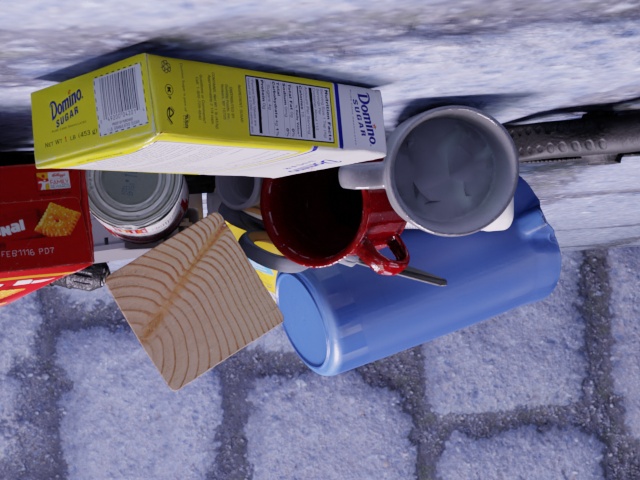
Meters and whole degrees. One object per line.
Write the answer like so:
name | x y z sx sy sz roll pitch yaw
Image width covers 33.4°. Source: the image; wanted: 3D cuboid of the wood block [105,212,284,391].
wood block | -0.096 0.040 0.803 0.090 0.090 0.206 -32 -176 -6

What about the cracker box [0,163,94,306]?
cracker box | -0.254 0.011 0.667 0.163 0.072 0.214 -7 174 -31

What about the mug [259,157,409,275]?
mug | 0.023 -0.021 0.787 0.093 0.117 0.081 -52 158 24

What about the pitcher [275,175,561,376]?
pitcher | 0.082 0.034 0.971 0.242 0.149 0.145 -20 -142 -25

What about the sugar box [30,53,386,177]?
sugar box | -0.053 -0.062 0.569 0.094 0.048 0.175 -8 178 40

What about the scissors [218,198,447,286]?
scissors | 0.014 0.016 0.830 0.201 0.016 0.096 23 -156 -10

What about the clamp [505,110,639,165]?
clamp | 0.206 -0.071 0.744 0.172 0.039 0.120 1 175 37

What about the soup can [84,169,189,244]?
soup can | -0.122 -0.035 0.706 0.068 0.068 0.102 -4 176 -6
